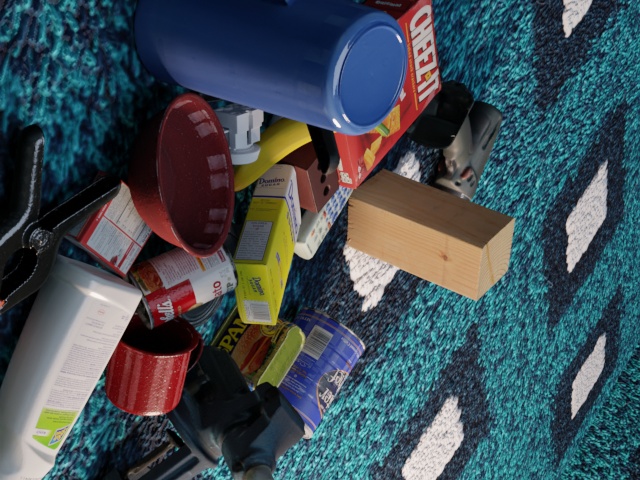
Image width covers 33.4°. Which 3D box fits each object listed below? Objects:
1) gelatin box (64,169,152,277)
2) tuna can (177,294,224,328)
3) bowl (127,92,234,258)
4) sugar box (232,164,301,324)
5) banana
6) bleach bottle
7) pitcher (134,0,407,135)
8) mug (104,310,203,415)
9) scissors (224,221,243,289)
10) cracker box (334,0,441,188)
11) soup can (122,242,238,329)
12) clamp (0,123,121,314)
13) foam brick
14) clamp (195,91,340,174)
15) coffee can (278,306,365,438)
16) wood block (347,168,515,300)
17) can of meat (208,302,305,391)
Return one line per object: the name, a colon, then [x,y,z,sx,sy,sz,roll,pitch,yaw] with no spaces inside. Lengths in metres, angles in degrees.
gelatin box: [-0.202,-0.015,1.037,0.073,0.030,0.089,-61,151,-13]
tuna can: [-0.142,0.052,1.180,0.086,0.034,0.086,-38,140,-41]
bowl: [-0.142,-0.062,1.043,0.162,0.055,0.162,-4,90,-69]
sugar box: [-0.058,0.001,1.201,0.176,0.048,0.093,-74,164,-47]
banana: [-0.016,-0.114,1.189,0.197,0.037,0.069,-20,116,-8]
bleach bottle: [-0.265,0.143,1.013,0.251,0.068,0.102,-64,150,-1]
pitcher: [-0.047,-0.185,0.957,0.149,0.243,0.145,11,100,-53]
mug: [-0.172,0.127,1.125,0.117,0.093,0.081,-14,127,-47]
scissors: [-0.104,-0.028,1.197,0.096,0.016,0.202,-74,151,-62]
cracker box: [0.065,-0.192,1.314,0.213,0.072,0.164,-49,146,-30]
soup can: [-0.144,0.039,1.098,0.102,0.069,0.068,-26,135,-19]
clamp: [-0.248,-0.009,0.949,0.120,0.039,0.171,22,96,-47]
foam brick: [-0.016,-0.082,1.278,0.053,0.051,0.078,-51,147,-28]
clamp: [-0.033,-0.172,1.146,0.036,0.164,0.209,-59,-173,46]
coffee can: [-0.020,0.173,1.400,0.140,0.103,0.102,-57,149,-19]
wood block: [0.145,-0.010,1.439,0.090,0.206,0.091,-37,140,-42]
can of meat: [-0.080,0.133,1.291,0.102,0.084,0.057,-57,150,-17]
